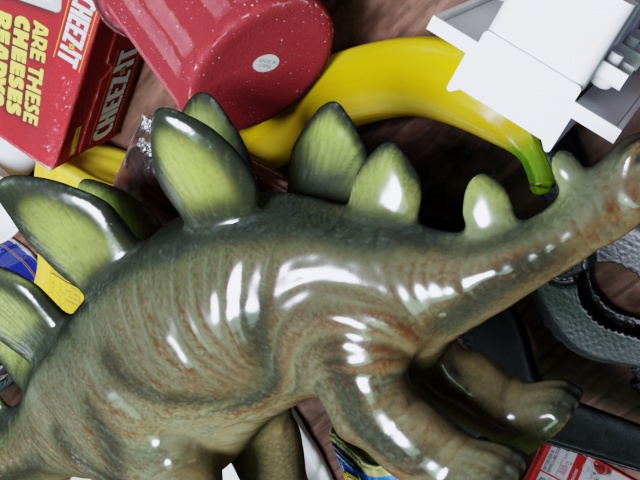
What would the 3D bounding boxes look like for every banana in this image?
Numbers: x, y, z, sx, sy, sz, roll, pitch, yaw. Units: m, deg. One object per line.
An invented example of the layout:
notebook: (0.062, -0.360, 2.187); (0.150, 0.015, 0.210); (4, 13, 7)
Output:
banana: (0.025, -0.062, 0.507); (0.198, 0.037, 0.069); (6, 79, 45)

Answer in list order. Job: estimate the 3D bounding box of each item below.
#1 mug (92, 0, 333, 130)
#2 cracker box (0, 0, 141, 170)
mug: (-0.049, -0.098, 0.506); (0.081, 0.093, 0.117); (54, 150, 26)
cracker box: (-0.187, -0.166, 0.571); (0.214, 0.072, 0.164); (33, 124, 10)
